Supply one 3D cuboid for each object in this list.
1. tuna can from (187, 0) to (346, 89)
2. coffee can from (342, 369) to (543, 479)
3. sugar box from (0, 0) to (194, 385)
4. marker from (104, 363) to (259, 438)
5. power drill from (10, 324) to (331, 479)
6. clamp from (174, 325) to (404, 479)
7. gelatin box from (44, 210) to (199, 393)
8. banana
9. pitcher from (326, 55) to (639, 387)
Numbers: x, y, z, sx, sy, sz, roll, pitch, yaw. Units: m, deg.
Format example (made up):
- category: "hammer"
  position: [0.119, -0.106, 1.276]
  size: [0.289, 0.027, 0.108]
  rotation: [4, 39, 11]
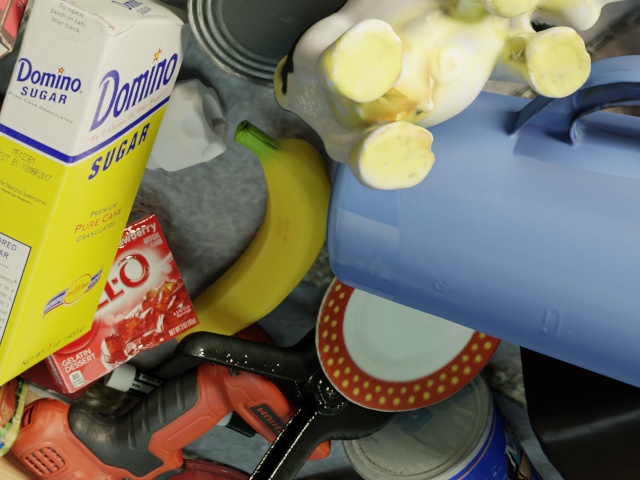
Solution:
- category: "tuna can"
  position: [-0.018, -0.114, 0.497]
  size: [0.086, 0.033, 0.086]
  rotation: [1, 137, 1]
- category: "coffee can"
  position: [0.089, 0.155, 0.729]
  size: [0.103, 0.103, 0.140]
  rotation: [-16, 134, 19]
- category: "sugar box"
  position: [-0.118, -0.028, 0.498]
  size: [0.048, 0.093, 0.176]
  rotation: [27, 109, 8]
- category: "marker"
  position: [-0.094, 0.113, 0.754]
  size: [0.121, 0.020, 0.020]
  rotation: [24, 133, -22]
- category: "power drill"
  position: [-0.090, 0.149, 0.731]
  size: [0.188, 0.057, 0.184]
  rotation: [-28, 123, 13]
- category: "clamp"
  position: [-0.008, 0.085, 0.657]
  size: [0.039, 0.171, 0.120]
  rotation: [3, 118, 55]
- category: "gelatin box"
  position: [-0.123, 0.034, 0.611]
  size: [0.089, 0.030, 0.073]
  rotation: [-27, 109, -23]
- category: "banana"
  position: [-0.035, 0.003, 0.621]
  size: [0.069, 0.037, 0.198]
  rotation: [14, 137, -8]
- category: "pitcher"
  position: [0.131, -0.008, 0.498]
  size: [0.243, 0.149, 0.145]
  rotation: [16, -176, 16]
